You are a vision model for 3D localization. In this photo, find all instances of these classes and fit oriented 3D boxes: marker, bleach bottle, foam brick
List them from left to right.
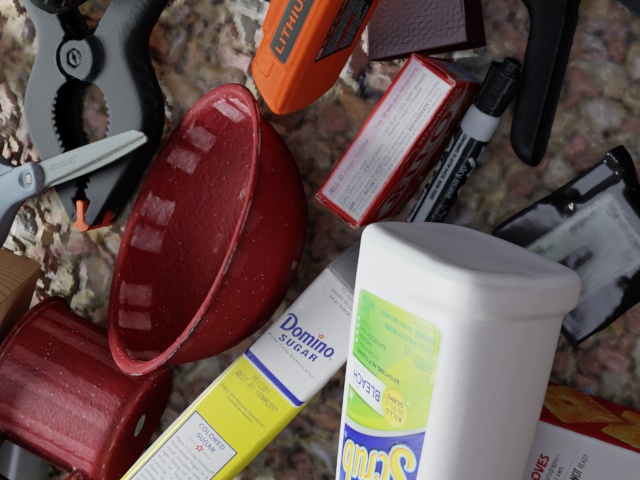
[{"bbox_3d":[0.051,-0.133,0.543,0.053,0.051,0.078,-5,95,20],"label":"foam brick"},{"bbox_3d":[0.046,0.123,0.479,0.103,0.068,0.251,29,115,58],"label":"bleach bottle"},{"bbox_3d":[0.071,-0.041,0.549,0.020,0.020,0.121,34,121,13],"label":"marker"}]

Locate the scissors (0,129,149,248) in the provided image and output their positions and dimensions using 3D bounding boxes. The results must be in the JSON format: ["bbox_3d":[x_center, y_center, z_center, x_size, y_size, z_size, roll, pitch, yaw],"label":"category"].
[{"bbox_3d":[-0.180,-0.051,0.632,0.202,0.016,0.096,-33,76,35],"label":"scissors"}]

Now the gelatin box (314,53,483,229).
[{"bbox_3d":[0.043,-0.050,0.544,0.030,0.073,0.089,38,107,12],"label":"gelatin box"}]

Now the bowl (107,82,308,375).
[{"bbox_3d":[-0.054,0.001,0.569,0.055,0.162,0.162,22,108,-27],"label":"bowl"}]

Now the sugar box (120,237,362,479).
[{"bbox_3d":[-0.027,0.077,0.575,0.048,0.093,0.176,47,110,3],"label":"sugar box"}]

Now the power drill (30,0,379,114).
[{"bbox_3d":[-0.063,-0.146,0.515,0.188,0.057,0.185,40,131,10],"label":"power drill"}]

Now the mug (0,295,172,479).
[{"bbox_3d":[-0.145,0.099,0.614,0.081,0.117,0.093,25,142,10],"label":"mug"}]

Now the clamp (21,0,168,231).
[{"bbox_3d":[-0.123,-0.111,0.614,0.165,0.036,0.210,0,98,28],"label":"clamp"}]
